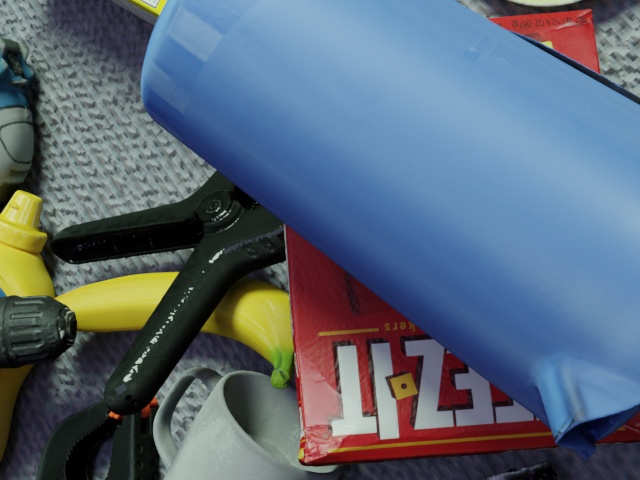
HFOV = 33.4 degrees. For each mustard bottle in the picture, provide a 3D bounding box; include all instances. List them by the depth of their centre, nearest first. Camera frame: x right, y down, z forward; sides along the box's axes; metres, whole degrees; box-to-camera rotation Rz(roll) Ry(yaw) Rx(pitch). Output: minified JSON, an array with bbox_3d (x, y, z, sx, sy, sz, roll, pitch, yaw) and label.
[{"bbox_3d":[-0.225,0.059,0.695,0.096,0.058,0.191,24,92,22],"label":"mustard bottle"}]

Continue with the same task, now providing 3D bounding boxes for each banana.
[{"bbox_3d":[-0.078,0.042,0.627,0.198,0.069,0.037,7,111,37],"label":"banana"}]

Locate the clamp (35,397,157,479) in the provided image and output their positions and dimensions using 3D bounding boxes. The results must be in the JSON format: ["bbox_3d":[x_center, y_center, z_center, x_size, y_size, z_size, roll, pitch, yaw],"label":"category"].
[{"bbox_3d":[-0.161,0.165,0.661,0.120,0.039,0.171,23,88,21],"label":"clamp"}]

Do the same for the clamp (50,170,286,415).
[{"bbox_3d":[-0.054,0.001,0.604,0.210,0.036,0.165,-29,41,3],"label":"clamp"}]

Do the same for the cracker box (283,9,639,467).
[{"bbox_3d":[0.063,-0.001,0.534,0.164,0.072,0.214,-4,78,-1],"label":"cracker box"}]

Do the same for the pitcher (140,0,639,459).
[{"bbox_3d":[0.055,-0.038,0.448,0.243,0.149,0.145,35,95,8],"label":"pitcher"}]
